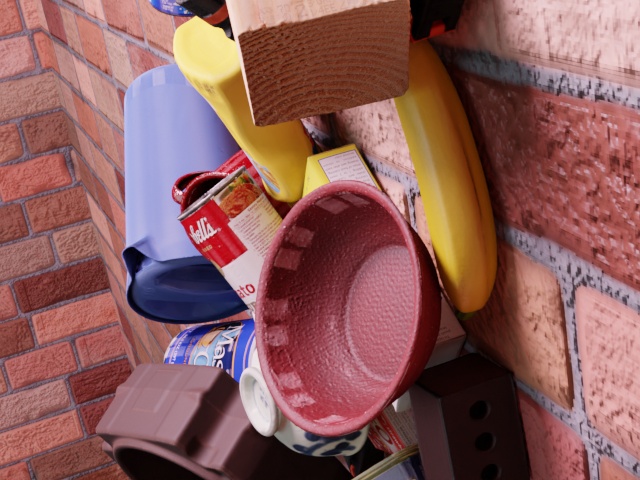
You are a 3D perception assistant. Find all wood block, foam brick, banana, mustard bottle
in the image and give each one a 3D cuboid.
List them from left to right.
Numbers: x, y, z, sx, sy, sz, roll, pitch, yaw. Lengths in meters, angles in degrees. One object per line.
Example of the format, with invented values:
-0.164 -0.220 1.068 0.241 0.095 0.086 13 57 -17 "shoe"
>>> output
-0.040 -0.085 0.825 0.191 0.058 0.096 56 178 -42 "mustard bottle"
-0.018 -0.180 0.601 0.091 0.090 0.206 81 176 -64 "wood block"
0.070 -0.038 0.629 0.070 0.037 0.198 -165 60 -68 "banana"
0.093 0.120 0.680 0.051 0.053 0.078 -153 48 -67 "foam brick"

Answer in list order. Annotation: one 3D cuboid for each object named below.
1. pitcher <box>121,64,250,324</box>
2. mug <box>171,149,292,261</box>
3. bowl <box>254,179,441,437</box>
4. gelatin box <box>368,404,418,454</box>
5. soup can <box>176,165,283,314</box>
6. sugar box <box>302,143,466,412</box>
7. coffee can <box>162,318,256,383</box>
-0.124 -0.046 1.050 0.149 0.145 0.243 92 170 -59 "pitcher"
-0.072 -0.035 0.927 0.117 0.081 0.093 14 122 19 "mug"
0.026 0.044 0.682 0.162 0.055 0.162 -13 73 50 "bowl"
0.045 0.126 0.831 0.089 0.030 0.073 57 162 -11 "gelatin box"
-0.056 0.001 0.843 0.102 0.068 0.069 52 165 -8 "soup can"
0.039 0.026 0.774 0.093 0.048 0.176 98 151 -54 "sugar box"
-0.071 0.126 1.028 0.141 0.102 0.103 -11 96 46 "coffee can"
